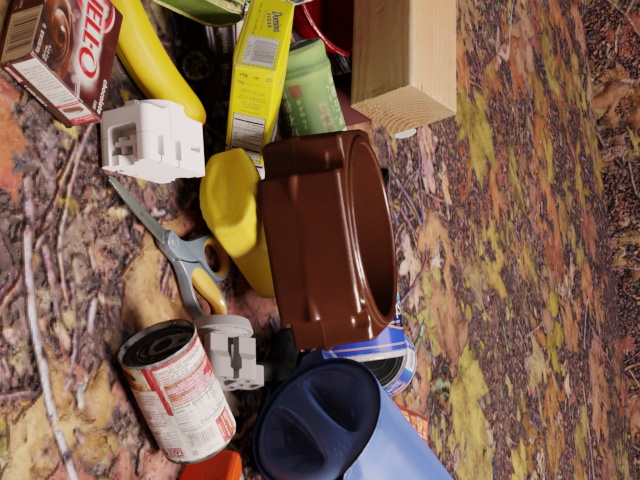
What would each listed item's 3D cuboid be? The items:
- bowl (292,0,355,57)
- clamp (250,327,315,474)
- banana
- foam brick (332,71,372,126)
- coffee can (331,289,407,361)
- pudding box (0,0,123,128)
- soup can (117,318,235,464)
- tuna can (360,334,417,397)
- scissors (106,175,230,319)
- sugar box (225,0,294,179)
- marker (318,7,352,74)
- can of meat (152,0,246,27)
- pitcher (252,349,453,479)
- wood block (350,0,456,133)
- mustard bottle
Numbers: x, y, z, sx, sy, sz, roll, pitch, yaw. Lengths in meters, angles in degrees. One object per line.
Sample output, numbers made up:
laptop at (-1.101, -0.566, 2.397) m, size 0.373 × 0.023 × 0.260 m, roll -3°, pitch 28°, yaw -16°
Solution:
bowl at (0.002, -0.284, 1.252) m, size 0.161 × 0.055 × 0.162 m, roll 19°, pitch 64°, yaw -46°
clamp at (-0.043, 0.134, 1.066) m, size 0.171 × 0.039 × 0.120 m, roll -67°, pitch 158°, yaw -51°
banana at (-0.151, -0.171, 0.939) m, size 0.197 × 0.037 × 0.069 m, roll 65°, pitch 30°, yaw -31°
foam brick at (0.038, -0.172, 1.291) m, size 0.051 × 0.078 × 0.053 m, roll 69°, pitch 28°, yaw -22°
coffee can at (0.037, 0.063, 1.188) m, size 0.102 × 0.103 × 0.140 m, roll 2°, pitch 81°, yaw -64°
pudding box at (-0.200, -0.159, 0.831) m, size 0.090 × 0.039 × 0.113 m, roll 48°, pitch 41°, yaw -51°
soup can at (-0.117, 0.126, 0.885) m, size 0.068 × 0.069 × 0.102 m, roll -58°, pitch 134°, yaw -54°
tuna can at (0.068, 0.140, 1.249) m, size 0.033 × 0.086 × 0.086 m, roll 36°, pitch 51°, yaw -55°
scissors at (-0.128, -0.006, 0.962) m, size 0.096 × 0.016 × 0.201 m, roll -71°, pitch 145°, yaw -47°
sugar box at (-0.060, -0.135, 1.014) m, size 0.176 × 0.048 × 0.093 m, roll 99°, pitch 3°, yaw -56°
marker at (0.020, -0.245, 1.343) m, size 0.121 × 0.020 × 0.020 m, roll 57°, pitch 35°, yaw -41°
can of meat at (-0.109, -0.248, 0.958) m, size 0.101 × 0.058 × 0.084 m, roll 17°, pitch 76°, yaw -44°
pitcher at (0.051, 0.221, 1.031) m, size 0.149 × 0.145 × 0.242 m, roll -57°, pitch 132°, yaw -20°
wood block at (0.098, -0.243, 1.239) m, size 0.090 × 0.090 × 0.206 m, roll 24°, pitch 61°, yaw -44°
mustard bottle at (-0.057, 0.001, 1.042) m, size 0.191 × 0.058 × 0.096 m, roll 61°, pitch 17°, yaw -53°
